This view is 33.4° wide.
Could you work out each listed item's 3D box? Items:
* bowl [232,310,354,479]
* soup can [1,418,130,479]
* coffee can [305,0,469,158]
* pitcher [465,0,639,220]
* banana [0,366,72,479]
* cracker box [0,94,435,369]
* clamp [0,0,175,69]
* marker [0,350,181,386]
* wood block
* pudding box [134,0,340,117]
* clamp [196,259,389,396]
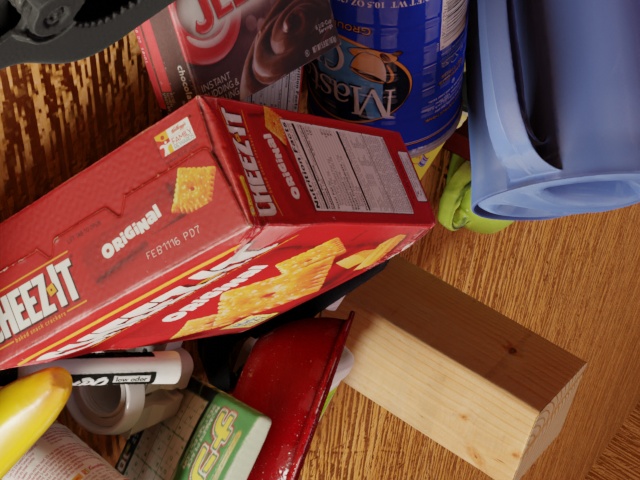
[{"bbox_3d":[-0.029,0.113,0.688,0.162,0.055,0.162,21,89,-86],"label":"bowl"},{"bbox_3d":[-0.147,0.144,0.601,0.068,0.102,0.068,-43,151,-32],"label":"soup can"},{"bbox_3d":[0.039,-0.132,0.650,0.102,0.103,0.140,-45,151,-29],"label":"coffee can"},{"bbox_3d":[0.148,-0.139,0.690,0.149,0.145,0.243,132,-46,-76],"label":"pitcher"},{"bbox_3d":[-0.195,0.141,0.552,0.037,0.070,0.198,39,84,-34],"label":"banana"},{"bbox_3d":[-0.054,0.001,0.566,0.164,0.072,0.213,-29,168,25],"label":"cracker box"},{"bbox_3d":[-0.112,-0.101,0.401,0.209,0.036,0.165,-31,167,-34],"label":"clamp"},{"bbox_3d":[-0.135,0.070,0.584,0.120,0.020,0.020,3,118,-30],"label":"marker"},{"bbox_3d":[0.105,0.103,0.908,0.090,0.206,0.090,-33,144,-43],"label":"wood block"},{"bbox_3d":[-0.045,-0.123,0.541,0.113,0.039,0.090,-38,122,-42],"label":"pudding box"},{"bbox_3d":[-0.026,0.049,0.741,0.039,0.120,0.172,-93,-161,-58],"label":"clamp"}]
